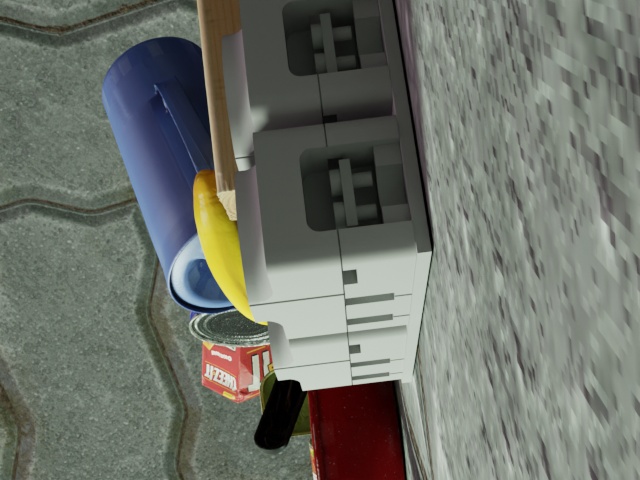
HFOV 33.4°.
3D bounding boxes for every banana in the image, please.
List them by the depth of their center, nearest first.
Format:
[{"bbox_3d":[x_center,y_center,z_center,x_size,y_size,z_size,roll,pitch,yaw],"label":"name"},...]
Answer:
[{"bbox_3d":[-0.054,0.019,0.812,0.197,0.037,0.069,51,-145,-58],"label":"banana"}]

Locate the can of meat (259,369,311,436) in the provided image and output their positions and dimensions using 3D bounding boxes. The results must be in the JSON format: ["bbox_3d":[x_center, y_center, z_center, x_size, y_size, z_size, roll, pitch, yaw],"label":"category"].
[{"bbox_3d":[0.003,0.134,0.918,0.084,0.102,0.057,65,-163,-82],"label":"can of meat"}]

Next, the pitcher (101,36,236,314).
[{"bbox_3d":[-0.108,-0.072,0.924,0.149,0.144,0.243,-52,50,30],"label":"pitcher"}]

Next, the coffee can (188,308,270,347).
[{"bbox_3d":[-0.076,0.020,1.040,0.103,0.103,0.140,82,-175,-63],"label":"coffee can"}]

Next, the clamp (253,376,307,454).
[{"bbox_3d":[-0.013,0.075,0.815,0.171,0.039,0.120,-53,-26,-68],"label":"clamp"}]

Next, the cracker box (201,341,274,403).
[{"bbox_3d":[-0.050,0.060,1.222,0.072,0.163,0.214,21,116,40],"label":"cracker box"}]

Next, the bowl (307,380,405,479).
[{"bbox_3d":[0.024,0.131,0.712,0.162,0.055,0.162,-5,-92,-90],"label":"bowl"}]
